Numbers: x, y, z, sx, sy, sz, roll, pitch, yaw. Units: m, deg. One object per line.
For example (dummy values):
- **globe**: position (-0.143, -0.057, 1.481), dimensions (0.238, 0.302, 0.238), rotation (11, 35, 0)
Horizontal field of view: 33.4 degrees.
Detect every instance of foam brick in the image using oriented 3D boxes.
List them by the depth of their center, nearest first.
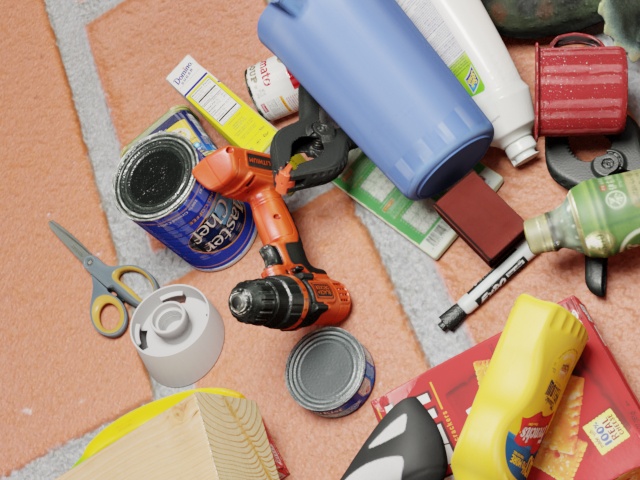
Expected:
- **foam brick**: position (0.156, -0.020, 1.032), dimensions (0.051, 0.053, 0.078), rotation (-44, 76, 2)

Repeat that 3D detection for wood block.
- **wood block**: position (-0.151, 0.232, 1.017), dimensions (0.206, 0.090, 0.091), rotation (-34, 60, 26)

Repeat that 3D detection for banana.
- **banana**: position (-0.164, 0.191, 1.097), dimensions (0.198, 0.037, 0.069), rotation (-26, 28, 7)

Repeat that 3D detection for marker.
- **marker**: position (0.161, 0.044, 1.032), dimensions (0.121, 0.020, 0.020), rotation (-42, 57, 2)

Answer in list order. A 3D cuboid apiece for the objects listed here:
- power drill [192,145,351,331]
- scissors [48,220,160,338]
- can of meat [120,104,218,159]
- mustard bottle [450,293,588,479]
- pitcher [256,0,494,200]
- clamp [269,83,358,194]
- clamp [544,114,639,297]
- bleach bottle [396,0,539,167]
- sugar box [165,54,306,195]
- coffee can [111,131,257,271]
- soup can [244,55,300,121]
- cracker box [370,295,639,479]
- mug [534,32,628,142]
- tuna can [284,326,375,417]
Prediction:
- **power drill**: position (-0.057, 0.001, 1.039), dimensions (0.057, 0.184, 0.188), rotation (-31, 72, 23)
- **scissors**: position (-0.269, 0.047, 1.236), dimensions (0.202, 0.016, 0.096), rotation (21, 77, 31)
- **can of meat**: position (-0.167, -0.092, 1.228), dimensions (0.102, 0.057, 0.084), rotation (-39, 59, 4)
- **mustard bottle**: position (0.152, 0.145, 0.856), dimensions (0.058, 0.096, 0.191), rotation (19, 77, 31)
- **pitcher**: position (0.062, -0.160, 1.060), dimensions (0.149, 0.145, 0.243), rotation (-30, 72, -24)
- **clamp**: position (-0.006, -0.110, 1.097), dimensions (0.120, 0.039, 0.171), rotation (29, 45, 23)
- **clamp**: position (0.271, -0.057, 1.016), dimensions (0.164, 0.036, 0.210), rotation (-39, 59, 1)
- **bleach bottle**: position (0.144, -0.186, 1.089), dimensions (0.068, 0.103, 0.251), rotation (-24, 80, -26)
- **sugar box**: position (-0.092, -0.129, 1.189), dimensions (0.048, 0.093, 0.176), rotation (-49, 56, -3)
- **coffee can**: position (-0.142, -0.039, 1.141), dimensions (0.103, 0.140, 0.103), rotation (-10, 63, 21)
- **soup can**: position (-0.026, -0.182, 1.197), dimensions (0.102, 0.068, 0.068), rotation (-21, 60, 16)
- **cracker box**: position (0.171, 0.169, 0.937), dimensions (0.214, 0.072, 0.164), rotation (-29, 58, 11)
- **mug**: position (0.243, -0.148, 1.001), dimensions (0.081, 0.093, 0.117), rotation (0, 54, 11)
- **tuna can**: position (0.010, 0.131, 1.054), dimensions (0.086, 0.033, 0.086), rotation (-10, 63, 21)
